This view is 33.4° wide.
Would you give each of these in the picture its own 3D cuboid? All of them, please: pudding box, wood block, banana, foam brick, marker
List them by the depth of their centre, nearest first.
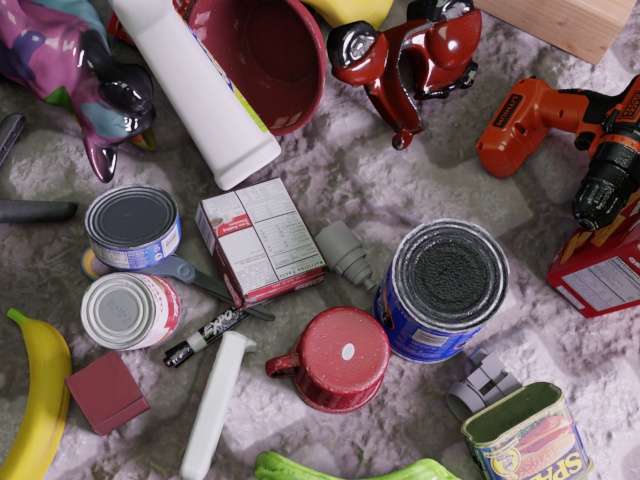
[{"bbox_3d":[-0.190,0.138,0.956,0.053,0.078,0.051,-30,79,-12],"label":"foam brick"},{"bbox_3d":[-0.261,0.157,0.970,0.070,0.037,0.198,-6,68,23],"label":"banana"},{"bbox_3d":[-0.097,0.082,1.010,0.121,0.020,0.020,-35,78,-13],"label":"marker"},{"bbox_3d":[-0.057,0.001,1.011,0.089,0.039,0.113,-18,65,-21],"label":"pudding box"},{"bbox_3d":[0.223,-0.280,1.106,0.206,0.090,0.090,27,72,5],"label":"wood block"}]

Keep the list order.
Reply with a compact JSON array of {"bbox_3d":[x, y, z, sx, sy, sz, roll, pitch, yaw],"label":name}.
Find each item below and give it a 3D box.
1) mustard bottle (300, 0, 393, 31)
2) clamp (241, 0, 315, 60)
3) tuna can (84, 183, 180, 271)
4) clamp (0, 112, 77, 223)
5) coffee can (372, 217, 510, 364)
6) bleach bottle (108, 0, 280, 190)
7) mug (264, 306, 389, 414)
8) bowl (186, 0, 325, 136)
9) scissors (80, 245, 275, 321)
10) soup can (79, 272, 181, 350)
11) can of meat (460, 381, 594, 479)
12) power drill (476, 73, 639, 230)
[{"bbox_3d":[-0.013,-0.284,1.067,0.191,0.058,0.096,26,81,-25],"label":"mustard bottle"},{"bbox_3d":[-0.059,-0.289,1.101,0.164,0.036,0.210,6,80,-20],"label":"clamp"},{"bbox_3d":[-0.173,-0.012,0.989,0.086,0.034,0.086,-1,45,1],"label":"tuna can"},{"bbox_3d":[-0.322,-0.032,1.020,0.171,0.039,0.120,-39,75,-9],"label":"clamp"},{"bbox_3d":[0.106,0.049,0.970,0.102,0.140,0.103,1,73,-4],"label":"coffee can"},{"bbox_3d":[-0.133,-0.169,1.008,0.068,0.102,0.251,-34,96,4],"label":"bleach bottle"},{"bbox_3d":[0.007,0.108,0.976,0.117,0.081,0.093,-5,73,-5],"label":"mug"},{"bbox_3d":[-0.052,-0.186,1.045,0.162,0.162,0.055,40,43,8],"label":"bowl"},{"bbox_3d":[-0.146,0.040,1.013,0.202,0.016,0.096,42,79,15],"label":"scissors"},{"bbox_3d":[-0.168,0.062,0.952,0.068,0.102,0.068,0,87,5],"label":"soup can"},{"bbox_3d":[0.185,0.186,0.959,0.102,0.057,0.084,-28,110,-12],"label":"can of meat"},{"bbox_3d":[0.239,-0.092,1.006,0.057,0.188,0.184,48,69,-32],"label":"power drill"}]
